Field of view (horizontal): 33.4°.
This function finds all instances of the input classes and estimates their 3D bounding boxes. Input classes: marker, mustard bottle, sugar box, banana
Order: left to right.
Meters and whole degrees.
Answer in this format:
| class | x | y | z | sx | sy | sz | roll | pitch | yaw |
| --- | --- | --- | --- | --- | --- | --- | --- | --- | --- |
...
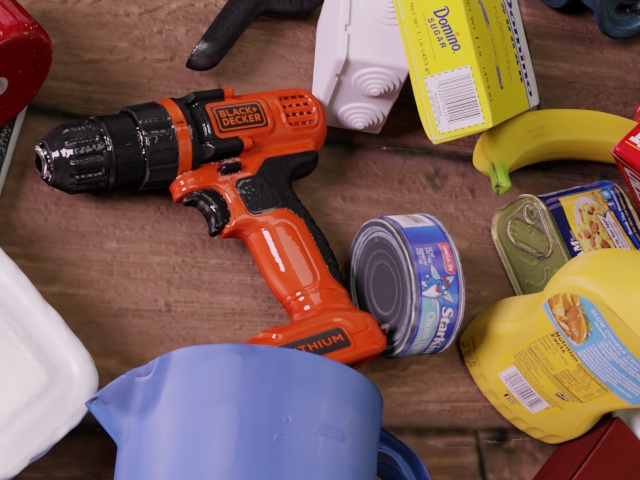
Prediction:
| class | x | y | z | sx | sy | sz | roll | pitch | yaw |
| --- | --- | --- | --- | --- | --- | --- | --- | --- | --- |
| marker | -0.182 | -0.048 | 0.598 | 0.020 | 0.020 | 0.121 | 17 | 62 | -18 |
| sugar box | 0.099 | -0.120 | 0.683 | 0.176 | 0.048 | 0.093 | -30 | 107 | -64 |
| banana | 0.175 | -0.065 | 0.762 | 0.197 | 0.037 | 0.070 | -12 | 57 | -34 |
| mustard bottle | 0.165 | 0.055 | 0.616 | 0.096 | 0.192 | 0.058 | 50 | 57 | 1 |

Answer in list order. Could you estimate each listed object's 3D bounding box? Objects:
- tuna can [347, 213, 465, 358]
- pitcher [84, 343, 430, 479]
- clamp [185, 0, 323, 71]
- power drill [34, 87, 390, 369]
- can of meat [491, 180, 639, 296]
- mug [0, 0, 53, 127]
| class | x | y | z | sx | sy | sz | roll | pitch | yaw |
| --- | --- | --- | --- | --- | --- | --- | --- | --- | --- |
| tuna can | 0.049 | 0.027 | 0.637 | 0.033 | 0.086 | 0.086 | -4 | 70 | -25 |
| pitcher | -0.029 | 0.181 | 0.488 | 0.149 | 0.145 | 0.243 | -6 | 60 | 14 |
| clamp | -0.046 | -0.170 | 0.706 | 0.171 | 0.039 | 0.120 | -14 | 76 | -30 |
| power drill | -0.054 | 0.001 | 0.615 | 0.184 | 0.057 | 0.188 | -14 | 75 | -30 |
| can of meat | 0.176 | 0.013 | 0.722 | 0.083 | 0.058 | 0.102 | -13 | 75 | -32 |
| mug | -0.205 | -0.097 | 0.566 | 0.081 | 0.093 | 0.117 | 44 | 98 | 10 |
